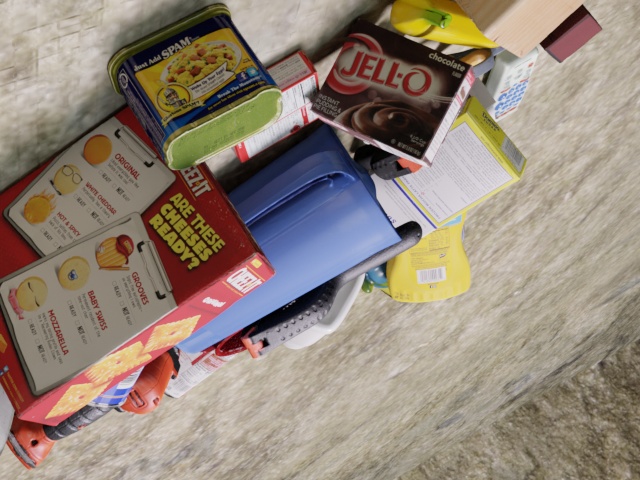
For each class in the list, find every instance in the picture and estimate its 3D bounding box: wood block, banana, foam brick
[{"bbox_3d":[0.202,-0.258,0.872,0.206,0.090,0.090,-42,157,21],"label":"wood block"},{"bbox_3d":[0.105,-0.186,0.919,0.037,0.070,0.197,-63,162,18],"label":"banana"},{"bbox_3d":[0.216,-0.216,1.002,0.053,0.078,0.051,-39,159,20],"label":"foam brick"}]

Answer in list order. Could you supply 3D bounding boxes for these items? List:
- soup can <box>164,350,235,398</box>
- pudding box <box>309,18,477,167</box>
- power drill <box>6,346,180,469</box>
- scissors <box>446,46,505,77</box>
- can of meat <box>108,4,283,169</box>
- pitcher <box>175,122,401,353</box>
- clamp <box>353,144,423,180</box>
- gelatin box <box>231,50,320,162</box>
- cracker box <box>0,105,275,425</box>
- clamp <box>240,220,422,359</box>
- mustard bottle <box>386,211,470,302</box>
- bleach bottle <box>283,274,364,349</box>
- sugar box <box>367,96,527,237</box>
[{"bbox_3d":[-0.146,0.128,1.234,0.102,0.068,0.068,-38,159,11],"label":"soup can"},{"bbox_3d":[0.061,-0.123,0.893,0.090,0.114,0.039,-63,161,-1],"label":"pudding box"},{"bbox_3d":[-0.231,0.150,1.113,0.188,0.057,0.184,-30,-166,11],"label":"power drill"},{"bbox_3d":[0.151,-0.185,1.042,0.096,0.016,0.201,-4,-157,32],"label":"scissors"},{"bbox_3d":[-0.089,-0.110,0.777,0.102,0.084,0.057,-29,158,-13],"label":"can of meat"},{"bbox_3d":[-0.057,0.001,1.015,0.243,0.145,0.149,-33,119,5],"label":"pitcher"},{"bbox_3d":[0.075,-0.092,1.038,0.120,0.039,0.171,-43,-172,21],"label":"clamp"},{"bbox_3d":[-0.043,-0.114,0.911,0.089,0.030,0.073,-32,158,-7],"label":"gelatin box"},{"bbox_3d":[-0.167,0.015,0.823,0.213,0.164,0.072,-34,161,2],"label":"cracker box"},{"bbox_3d":[0.000,0.040,1.085,0.165,0.036,0.209,-2,-143,42],"label":"clamp"},{"bbox_3d":[0.118,-0.025,1.208,0.096,0.058,0.191,-7,118,-1],"label":"mustard bottle"},{"bbox_3d":[-0.014,0.089,1.294,0.102,0.068,0.251,-58,180,-21],"label":"bleach bottle"},{"bbox_3d":[0.117,-0.065,1.114,0.177,0.093,0.048,-31,-163,37],"label":"sugar box"}]
